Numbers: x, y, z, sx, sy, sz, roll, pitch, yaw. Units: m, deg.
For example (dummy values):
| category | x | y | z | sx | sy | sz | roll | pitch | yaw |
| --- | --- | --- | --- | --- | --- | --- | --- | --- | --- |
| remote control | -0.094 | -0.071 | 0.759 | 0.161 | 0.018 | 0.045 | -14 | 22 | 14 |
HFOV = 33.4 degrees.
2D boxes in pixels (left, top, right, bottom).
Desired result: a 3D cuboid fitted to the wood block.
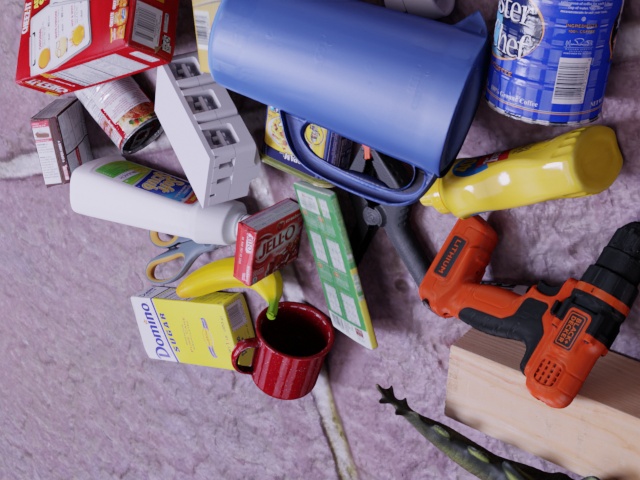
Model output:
| category | x | y | z | sx | sy | sz | roll | pitch | yaw |
| --- | --- | --- | --- | --- | --- | --- | --- | --- | --- |
| wood block | 0.233 | 0.154 | 1.031 | 0.206 | 0.090 | 0.090 | 20 | 123 | 31 |

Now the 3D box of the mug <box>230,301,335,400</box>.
| category | x | y | z | sx | sy | sz | roll | pitch | yaw |
| --- | --- | --- | --- | --- | --- | --- | --- | --- | --- |
| mug | -0.047 | 0.133 | 1.241 | 0.093 | 0.117 | 0.082 | -117 | 31 | -42 |

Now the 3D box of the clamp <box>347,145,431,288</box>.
| category | x | y | z | sx | sy | sz | roll | pitch | yaw |
| --- | --- | --- | --- | --- | --- | --- | --- | --- | --- |
| clamp | 0.058 | -0.026 | 1.126 | 0.120 | 0.039 | 0.171 | 0 | 111 | 37 |

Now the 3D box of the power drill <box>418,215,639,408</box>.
| category | x | y | z | sx | sy | sz | roll | pitch | yaw |
| --- | --- | --- | --- | --- | --- | --- | --- | --- | --- |
| power drill | 0.197 | 0.040 | 0.992 | 0.188 | 0.057 | 0.184 | 28 | 85 | 41 |

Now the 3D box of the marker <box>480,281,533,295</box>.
| category | x | y | z | sx | sy | sz | roll | pitch | yaw |
| --- | --- | --- | --- | --- | --- | --- | --- | --- | --- |
| marker | 0.181 | 0.052 | 1.074 | 0.121 | 0.020 | 0.020 | 3 | 112 | 38 |

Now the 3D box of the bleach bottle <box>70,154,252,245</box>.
| category | x | y | z | sx | sy | sz | roll | pitch | yaw |
| --- | --- | --- | --- | --- | --- | --- | --- | --- | --- |
| bleach bottle | -0.176 | -0.042 | 1.283 | 0.251 | 0.102 | 0.068 | 15 | 112 | 27 |

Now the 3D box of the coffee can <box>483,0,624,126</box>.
| category | x | y | z | sx | sy | sz | roll | pitch | yaw |
| --- | --- | --- | --- | --- | --- | --- | --- | --- | --- |
| coffee can | 0.197 | -0.179 | 0.891 | 0.103 | 0.102 | 0.140 | 23 | 124 | 30 |

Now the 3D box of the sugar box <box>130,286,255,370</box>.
| category | x | y | z | sx | sy | sz | roll | pitch | yaw |
| --- | --- | --- | --- | --- | --- | --- | --- | --- | --- |
| sugar box | -0.163 | 0.111 | 1.369 | 0.177 | 0.048 | 0.093 | 0 | 111 | 39 |

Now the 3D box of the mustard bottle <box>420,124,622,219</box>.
| category | x | y | z | sx | sy | sz | roll | pitch | yaw |
| --- | --- | --- | --- | --- | --- | --- | --- | --- | --- |
| mustard bottle | 0.171 | -0.056 | 0.977 | 0.192 | 0.096 | 0.058 | -12 | 103 | 42 |

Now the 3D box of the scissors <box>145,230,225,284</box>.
| category | x | y | z | sx | sy | sz | roll | pitch | yaw |
| --- | --- | --- | --- | --- | --- | --- | --- | --- | --- |
| scissors | -0.144 | -0.012 | 1.309 | 0.202 | 0.016 | 0.096 | -29 | 66 | 27 |

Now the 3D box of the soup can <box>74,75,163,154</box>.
| category | x | y | z | sx | sy | sz | roll | pitch | yaw |
| --- | --- | --- | --- | --- | --- | --- | --- | --- | --- |
| soup can | -0.242 | -0.163 | 1.286 | 0.102 | 0.068 | 0.069 | 50 | 133 | 9 |

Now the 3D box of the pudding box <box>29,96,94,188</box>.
| category | x | y | z | sx | sy | sz | roll | pitch | yaw |
| --- | --- | --- | --- | --- | --- | --- | --- | --- | --- |
| pudding box | -0.324 | -0.125 | 1.345 | 0.039 | 0.113 | 0.090 | -8 | 109 | 4 |

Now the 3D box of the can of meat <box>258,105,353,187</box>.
| category | x | y | z | sx | sy | sz | roll | pitch | yaw |
| --- | --- | --- | --- | --- | --- | --- | --- | --- | --- |
| can of meat | -0.012 | -0.116 | 1.128 | 0.102 | 0.057 | 0.084 | 26 | 124 | 28 |

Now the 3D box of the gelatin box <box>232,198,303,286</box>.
| category | x | y | z | sx | sy | sz | roll | pitch | yaw |
| --- | --- | --- | --- | --- | --- | --- | --- | --- | --- |
| gelatin box | -0.058 | 0.002 | 1.198 | 0.030 | 0.089 | 0.073 | 28 | 126 | 27 |

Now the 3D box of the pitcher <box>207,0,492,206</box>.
| category | x | y | z | sx | sy | sz | roll | pitch | yaw |
| --- | --- | --- | --- | --- | --- | --- | --- | --- | --- |
| pitcher | 0.022 | -0.146 | 0.965 | 0.243 | 0.149 | 0.145 | 21 | 140 | 13 |

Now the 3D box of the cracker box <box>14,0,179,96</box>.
| category | x | y | z | sx | sy | sz | roll | pitch | yaw |
| --- | --- | --- | --- | --- | --- | --- | --- | --- | --- |
| cracker box | -0.248 | -0.263 | 1.198 | 0.214 | 0.072 | 0.164 | -7 | 74 | 42 |

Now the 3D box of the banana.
| category | x | y | z | sx | sy | sz | roll | pitch | yaw |
| --- | --- | --- | --- | --- | --- | --- | --- | --- | --- |
| banana | -0.102 | 0.048 | 1.275 | 0.198 | 0.069 | 0.037 | 6 | 138 | 51 |
